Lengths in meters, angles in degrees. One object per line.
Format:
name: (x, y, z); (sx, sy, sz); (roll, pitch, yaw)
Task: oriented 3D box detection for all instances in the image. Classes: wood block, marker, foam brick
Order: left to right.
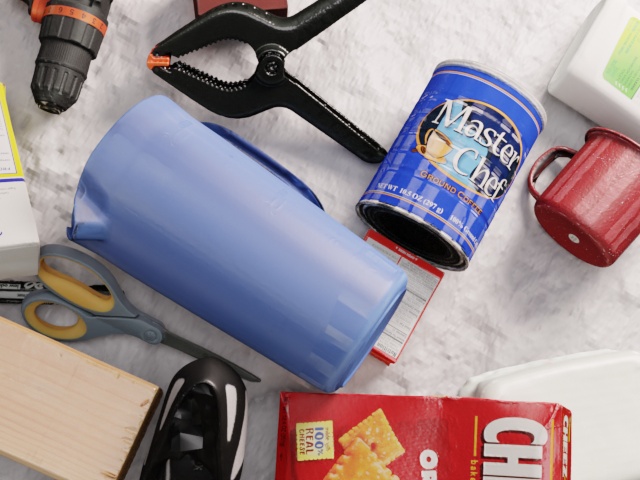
wood block: (-0.231, 0.111, 0.801); (0.206, 0.090, 0.091); (24, 78, -1)
marker: (-0.218, 0.042, 0.852); (0.121, 0.020, 0.020); (2, 78, -5)
foam brick: (-0.069, -0.207, 0.903); (0.078, 0.053, 0.051); (-6, 79, -7)

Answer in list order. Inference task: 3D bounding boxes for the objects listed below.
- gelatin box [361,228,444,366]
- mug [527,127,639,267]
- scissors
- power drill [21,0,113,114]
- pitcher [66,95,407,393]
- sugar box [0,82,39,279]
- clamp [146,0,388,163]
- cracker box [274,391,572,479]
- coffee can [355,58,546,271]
gelatin box: (0.048, 0.047, 0.873); (0.073, 0.030, 0.089); (30, 77, 0)
mug: (0.223, -0.038, 0.886); (0.117, 0.093, 0.081); (37, 80, 34)
scissors: (-0.151, 0.077, 0.846); (0.201, 0.016, 0.096); (41, 121, -21)
power drill: (-0.265, -0.209, 0.883); (0.187, 0.057, 0.184); (15, 77, -4)
pitcher: (-0.055, 0.001, 0.811); (0.243, 0.145, 0.149); (33, 84, 9)
sugar box: (-0.274, -0.046, 0.809); (0.093, 0.048, 0.176); (-7, 54, -21)
clamp: (-0.034, -0.136, 0.875); (0.210, 0.036, 0.164); (-5, 110, 0)
cracker box: (0.072, 0.198, 0.784); (0.214, 0.072, 0.164); (-1, 77, 20)
coffee can: (0.106, -0.060, 0.864); (0.103, 0.103, 0.140); (30, 77, 1)
